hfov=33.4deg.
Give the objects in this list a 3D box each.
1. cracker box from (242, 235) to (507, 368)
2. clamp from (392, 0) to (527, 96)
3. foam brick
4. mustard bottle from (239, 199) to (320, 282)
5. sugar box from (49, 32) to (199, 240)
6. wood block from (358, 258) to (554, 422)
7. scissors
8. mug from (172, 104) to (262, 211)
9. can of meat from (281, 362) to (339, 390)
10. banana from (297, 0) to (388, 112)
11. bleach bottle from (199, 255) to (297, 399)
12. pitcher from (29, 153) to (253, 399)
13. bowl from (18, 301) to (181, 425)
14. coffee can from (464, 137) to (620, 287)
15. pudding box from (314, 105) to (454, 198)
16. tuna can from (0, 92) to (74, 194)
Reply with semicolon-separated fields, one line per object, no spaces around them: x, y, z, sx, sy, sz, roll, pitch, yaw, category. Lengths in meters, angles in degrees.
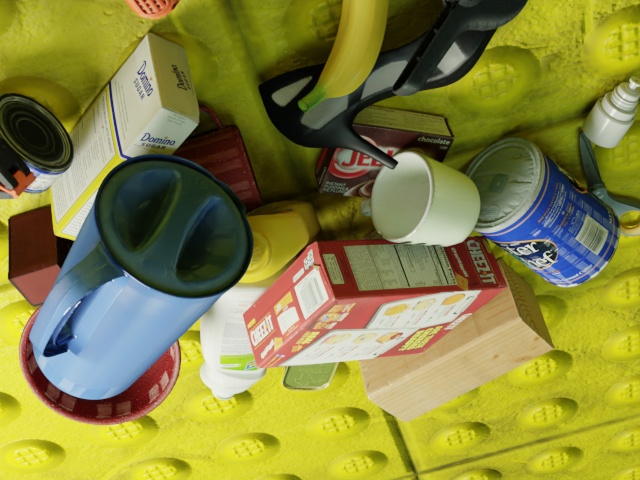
0.053;0.061;1.080;0.213;0.072;0.164;-2;152;-33;cracker box
0.101;-0.204;0.835;0.171;0.039;0.120;-35;111;-16;clamp
-0.267;0.015;1.032;0.051;0.078;0.053;-18;142;6;foam brick
-0.056;0.002;0.997;0.096;0.058;0.191;-19;-176;8;mustard bottle
-0.173;-0.085;0.925;0.048;0.093;0.176;20;132;-39;sugar box
0.154;0.121;1.254;0.206;0.091;0.090;-31;137;22;wood block
0.316;-0.053;1.146;0.096;0.016;0.202;-9;141;0;scissors
-0.106;-0.068;0.978;0.081;0.093;0.117;-18;104;-1;mug
-0.013;0.106;1.198;0.057;0.084;0.102;2;141;-13;can of meat
0.026;-0.197;0.852;0.069;0.037;0.198;-18;124;-44;banana
-0.096;0.102;1.192;0.102;0.068;0.251;1;141;-17;bleach bottle
-0.173;0.047;0.915;0.149;0.145;0.243;16;142;-23;pitcher
-0.222;0.107;1.091;0.162;0.055;0.162;-1;113;-4;bowl
0.221;-0.027;1.079;0.140;0.103;0.103;31;124;-35;coffee can
0.060;-0.083;1.028;0.113;0.039;0.090;4;137;-19;pudding box
-0.254;-0.084;0.912;0.034;0.086;0.086;-38;134;26;tuna can
